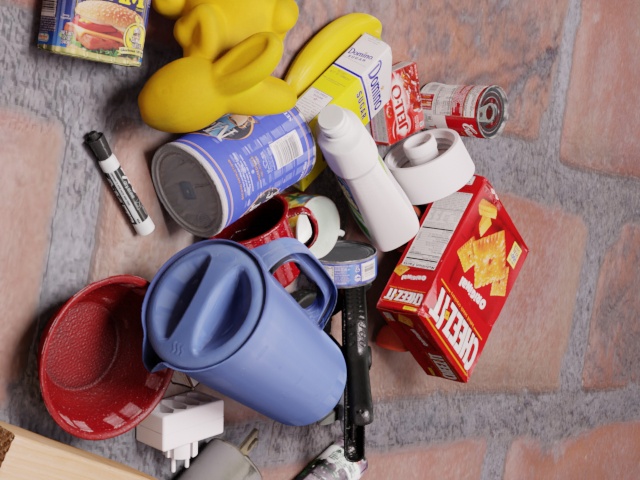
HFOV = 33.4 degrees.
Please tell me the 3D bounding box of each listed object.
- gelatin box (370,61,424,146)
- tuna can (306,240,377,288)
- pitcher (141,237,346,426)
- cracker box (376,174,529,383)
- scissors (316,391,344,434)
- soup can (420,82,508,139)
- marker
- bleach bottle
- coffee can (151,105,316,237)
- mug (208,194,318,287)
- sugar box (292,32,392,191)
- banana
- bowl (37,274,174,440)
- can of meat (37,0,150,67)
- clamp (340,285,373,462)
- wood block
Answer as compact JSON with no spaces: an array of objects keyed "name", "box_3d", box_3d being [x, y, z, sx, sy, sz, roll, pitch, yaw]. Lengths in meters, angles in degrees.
[{"name":"gelatin box","box_3d":[0.093,-0.170,1.328,0.073,0.030,0.089,-29,119,-40]},{"name":"tuna can","box_3d":[0.024,0.028,1.256,0.085,0.086,0.034,-19,114,-44]},{"name":"pitcher","box_3d":[-0.056,0.099,1.079,0.242,0.149,0.145,46,48,-55]},{"name":"cracker box","box_3d":[0.174,0.047,1.351,0.164,0.072,0.213,52,57,-41]},{"name":"scissors","box_3d":[0.027,0.190,1.295,0.201,0.016,0.096,53,44,-68]},{"name":"soup can","box_3d":[0.180,-0.168,1.370,0.068,0.102,0.068,-13,108,-46]},{"name":"marker","box_3d":[-0.196,-0.056,1.044,0.020,0.020,0.121,-47,129,-30]},{"name":"bleach bottle","box_3d":[0.043,-0.080,1.187,0.068,0.103,0.250,-31,150,2]},{"name":"coffee can","box_3d":[-0.088,-0.080,1.095,0.140,0.103,0.103,-35,123,-38]},{"name":"mug","box_3d":[-0.058,0.001,1.149,0.117,0.093,0.081,-22,126,-5]},{"name":"sugar box","box_3d":[0.016,-0.147,1.213,0.176,0.048,0.093,-46,155,-25]},{"name":"banana","box_3d":[0.016,-0.215,1.228,0.197,0.037,0.069,-37,124,-36]},{"name":"bowl","box_3d":[-0.216,0.108,1.032,0.161,0.055,0.162,-13,109,-46]},{"name":"can of meat","box_3d":[-0.205,-0.207,0.973,0.101,0.058,0.084,3,99,-47]},{"name":"clamp","box_3d":[0.041,0.137,1.214,0.164,0.036,0.210,98,-9,-71]},{"name":"wood block","box_3d":[-0.250,0.237,0.999,0.205,0.090,0.091,34,73,-47]}]
